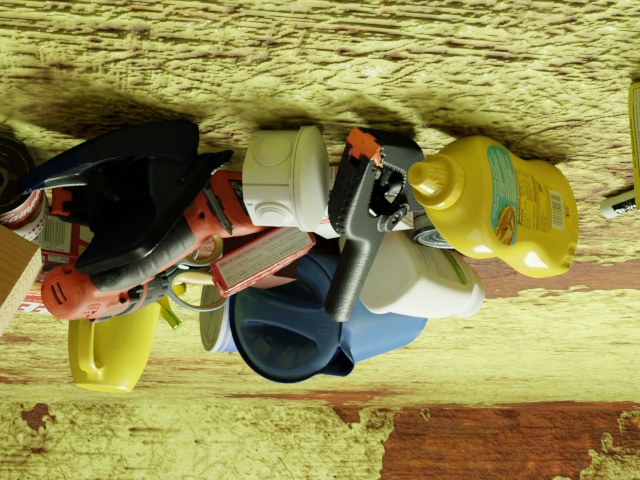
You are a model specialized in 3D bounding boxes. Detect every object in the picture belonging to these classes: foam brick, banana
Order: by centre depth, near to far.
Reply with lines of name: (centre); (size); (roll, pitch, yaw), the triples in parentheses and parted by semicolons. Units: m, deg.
foam brick: (-0.057, 0.001, 1.007); (0.052, 0.078, 0.051); (13, 163, -41)
banana: (-0.186, 0.057, 1.224); (0.037, 0.069, 0.198); (-35, -169, 3)

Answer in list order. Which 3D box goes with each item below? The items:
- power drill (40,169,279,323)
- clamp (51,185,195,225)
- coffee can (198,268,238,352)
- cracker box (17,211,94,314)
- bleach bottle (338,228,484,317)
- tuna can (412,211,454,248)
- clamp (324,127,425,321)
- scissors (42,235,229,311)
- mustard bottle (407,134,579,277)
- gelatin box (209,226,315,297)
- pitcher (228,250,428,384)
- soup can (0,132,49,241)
power drill: (-0.128, 0.010, 0.927); (0.188, 0.057, 0.184); (-32, 174, 15)
clamp: (-0.186, -0.026, 0.980); (0.120, 0.039, 0.171); (-19, 160, 38)
coffee can: (-0.066, 0.087, 1.294); (0.140, 0.103, 0.103); (5, 165, -21)
cracker box: (-0.281, 0.030, 1.130); (0.163, 0.072, 0.214); (11, 163, -35)
bleach bottle: (0.116, 0.043, 1.126); (0.068, 0.102, 0.250); (-36, 152, 20)
tuna can: (0.130, -0.018, 1.023); (0.086, 0.034, 0.086); (0, 166, 0)
clamp: (0.044, -0.019, 0.863); (0.036, 0.164, 0.210); (39, 174, 25)
scissors: (-0.171, 0.015, 1.062); (0.201, 0.096, 0.016); (22, 169, -34)
mustard bottle: (0.133, -0.031, 0.842); (0.058, 0.096, 0.191); (-12, 162, 40)
gelatin box: (-0.051, 0.016, 0.916); (0.089, 0.030, 0.073); (-29, 177, -8)
pitcher: (0.014, 0.066, 1.141); (0.145, 0.149, 0.242); (-9, 176, 30)
soup can: (-0.258, -0.038, 0.864); (0.068, 0.068, 0.102); (2, 165, -8)
